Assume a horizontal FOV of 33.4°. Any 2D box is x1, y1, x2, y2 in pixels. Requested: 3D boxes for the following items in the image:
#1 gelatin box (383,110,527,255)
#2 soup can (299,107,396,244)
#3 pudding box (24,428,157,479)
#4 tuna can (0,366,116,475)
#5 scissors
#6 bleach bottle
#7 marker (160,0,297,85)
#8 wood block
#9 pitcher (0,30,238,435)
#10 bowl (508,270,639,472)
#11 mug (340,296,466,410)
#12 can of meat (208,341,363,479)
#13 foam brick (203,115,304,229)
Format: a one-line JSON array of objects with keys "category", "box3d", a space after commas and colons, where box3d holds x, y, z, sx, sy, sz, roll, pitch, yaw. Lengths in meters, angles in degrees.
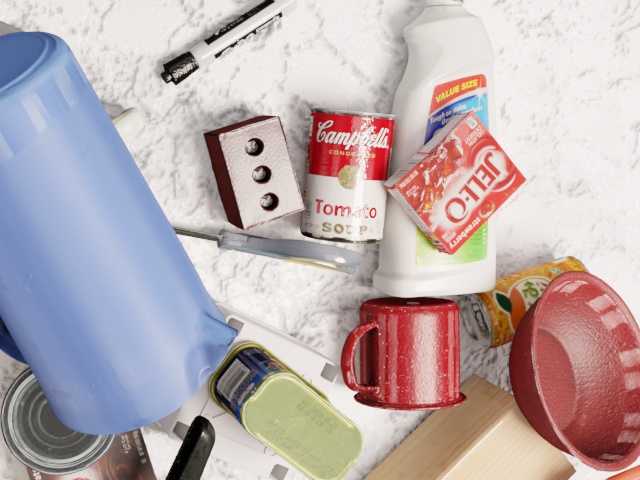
[{"category": "gelatin box", "box3d": [0.106, -0.045, 0.828, 0.089, 0.030, 0.073, -43, 104, -11]}, {"category": "soup can", "box3d": [0.021, -0.052, 0.846, 0.068, 0.069, 0.102, 3, 97, -20]}, {"category": "pudding box", "box3d": [-0.170, 0.202, 0.829, 0.090, 0.039, 0.113, -19, 103, -15]}, {"category": "tuna can", "box3d": [-0.190, 0.128, 0.781, 0.086, 0.034, 0.086, 1, 84, -13]}, {"category": "scissors", "box3d": [-0.055, 0.001, 0.817, 0.201, 0.096, 0.016, 12, 83, -24]}, {"category": "bleach bottle", "box3d": [0.094, -0.083, 0.871, 0.102, 0.068, 0.251, -3, 96, -20]}, {"category": "marker", "box3d": [-0.071, -0.156, 0.824, 0.121, 0.020, 0.020, -35, 107, -12]}, {"category": "wood block", "box3d": [0.100, 0.223, 0.901, 0.206, 0.090, 0.090, -42, 109, -9]}, {"category": "pitcher", "box3d": [-0.169, -0.002, 0.678, 0.149, 0.145, 0.243, -30, 125, -12]}, {"category": "bowl", "box3d": [0.203, 0.108, 0.866, 0.161, 0.055, 0.162, 15, 66, -38]}, {"category": "mug", "box3d": [0.063, 0.090, 0.867, 0.117, 0.093, 0.081, -3, 94, -36]}, {"category": "can of meat", "box3d": [-0.025, 0.127, 0.784, 0.102, 0.084, 0.057, 40, 84, -20]}, {"category": "foam brick", "box3d": [-0.052, -0.053, 0.828, 0.053, 0.051, 0.078, -19, 104, -16]}]
